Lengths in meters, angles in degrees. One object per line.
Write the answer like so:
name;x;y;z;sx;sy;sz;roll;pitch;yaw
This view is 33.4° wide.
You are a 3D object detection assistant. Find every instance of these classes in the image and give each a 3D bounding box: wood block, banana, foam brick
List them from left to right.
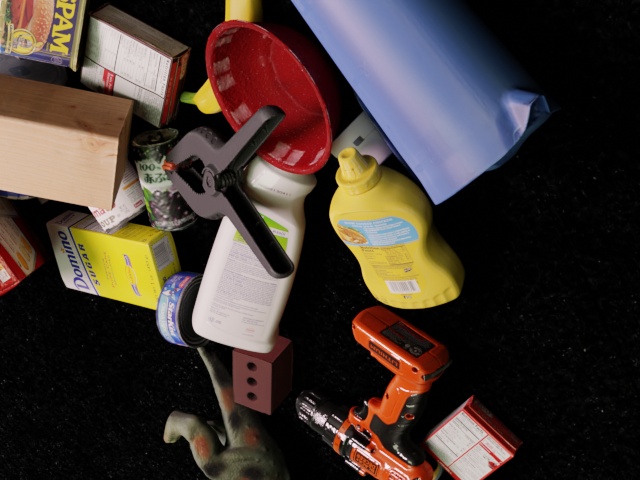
wood block;-0.306;-0.108;1.100;0.206;0.090;0.091;10;125;-5
banana;-0.091;-0.193;1.053;0.069;0.037;0.198;35;130;9
foam brick;-0.066;0.151;1.234;0.053;0.051;0.078;16;124;23

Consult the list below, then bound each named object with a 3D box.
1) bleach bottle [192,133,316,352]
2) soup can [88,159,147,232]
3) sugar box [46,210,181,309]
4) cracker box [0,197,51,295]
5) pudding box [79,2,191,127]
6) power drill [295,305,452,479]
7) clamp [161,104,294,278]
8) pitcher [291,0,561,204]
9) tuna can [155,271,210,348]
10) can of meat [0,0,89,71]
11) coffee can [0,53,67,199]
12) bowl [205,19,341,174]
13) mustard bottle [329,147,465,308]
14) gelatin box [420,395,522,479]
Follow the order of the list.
bleach bottle;-0.057;0.001;1.127;0.102;0.068;0.251;15;123;-12
soup can;-0.242;-0.069;1.204;0.069;0.068;0.102;-23;104;39
sugar box;-0.243;0.023;1.264;0.176;0.048;0.093;8;121;34
cracker box;-0.407;-0.015;1.253;0.072;0.214;0.164;-34;98;0
pudding box;-0.197;-0.184;1.126;0.113;0.039;0.090;29;129;13
power drill;0.057;0.166;1.151;0.185;0.057;0.188;31;128;28
clamp;-0.092;-0.051;1.053;0.210;0.036;0.164;9;109;53
pitcher;0.076;-0.157;0.918;0.149;0.145;0.243;-39;89;18
tuna can;-0.149;0.078;1.221;0.034;0.086;0.086;7;121;31
can of meat;-0.285;-0.235;1.104;0.084;0.057;0.102;10;108;-10
coffee can;-0.341;-0.132;1.206;0.103;0.102;0.140;26;128;17
bowl;-0.033;-0.143;0.997;0.162;0.055;0.162;34;146;27
mustard bottle;0.062;-0.014;1.006;0.096;0.058;0.191;-2;138;31
gelatin box;0.161;0.217;1.143;0.073;0.030;0.089;43;132;5
